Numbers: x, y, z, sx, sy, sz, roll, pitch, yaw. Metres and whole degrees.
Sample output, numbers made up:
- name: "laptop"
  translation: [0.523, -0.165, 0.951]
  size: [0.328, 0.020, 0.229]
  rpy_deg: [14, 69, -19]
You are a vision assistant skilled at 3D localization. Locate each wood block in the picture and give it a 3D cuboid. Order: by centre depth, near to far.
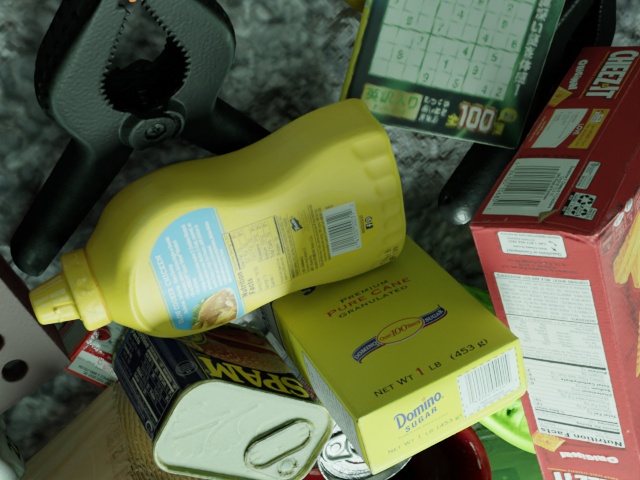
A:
- name: "wood block"
  translation: [-0.152, 0.192, 0.614]
  size: [0.206, 0.090, 0.090]
  rpy_deg: [-43, 127, 12]

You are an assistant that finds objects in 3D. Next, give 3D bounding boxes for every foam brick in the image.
- name: "foam brick"
  translation: [-0.178, 0.042, 0.561]
  size: [0.053, 0.051, 0.078]
  rpy_deg: [-35, 126, -6]

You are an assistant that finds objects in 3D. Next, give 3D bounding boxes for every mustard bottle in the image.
- name: "mustard bottle"
  translation: [-0.054, 0.000, 0.545]
  size: [0.191, 0.058, 0.096]
  rpy_deg: [-21, 136, -10]

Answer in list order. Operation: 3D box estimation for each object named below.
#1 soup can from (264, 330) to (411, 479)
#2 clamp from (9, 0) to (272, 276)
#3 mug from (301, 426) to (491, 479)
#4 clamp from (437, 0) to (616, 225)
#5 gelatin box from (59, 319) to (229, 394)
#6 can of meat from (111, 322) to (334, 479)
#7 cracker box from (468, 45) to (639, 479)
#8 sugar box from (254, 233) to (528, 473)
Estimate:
- name: "soup can"
  translation: [0.009, 0.093, 0.650]
  size: [0.068, 0.102, 0.068]
  rpy_deg: [-12, 121, -21]
- name: "clamp"
  translation: [-0.094, -0.058, 0.514]
  size: [0.164, 0.036, 0.210]
  rpy_deg: [-25, 153, -10]
- name: "mug"
  translation: [0.041, 0.158, 0.699]
  size: [0.117, 0.082, 0.093]
  rpy_deg: [4, 73, -25]
- name: "clamp"
  translation: [0.125, -0.084, 0.629]
  size: [0.120, 0.039, 0.171]
  rpy_deg: [-26, 135, -42]
- name: "gelatin box"
  translation: [-0.100, 0.048, 0.617]
  size: [0.073, 0.030, 0.089]
  rpy_deg: [33, 99, -37]
- name: "can of meat"
  translation: [-0.056, 0.084, 0.587]
  size: [0.101, 0.084, 0.057]
  rpy_deg: [19, 106, -36]
- name: "cracker box"
  translation: [0.167, 0.024, 0.596]
  size: [0.164, 0.072, 0.213]
  rpy_deg: [-52, 134, -37]
- name: "sugar box"
  translation: [0.026, 0.042, 0.585]
  size: [0.093, 0.176, 0.048]
  rpy_deg: [-24, 126, -14]
